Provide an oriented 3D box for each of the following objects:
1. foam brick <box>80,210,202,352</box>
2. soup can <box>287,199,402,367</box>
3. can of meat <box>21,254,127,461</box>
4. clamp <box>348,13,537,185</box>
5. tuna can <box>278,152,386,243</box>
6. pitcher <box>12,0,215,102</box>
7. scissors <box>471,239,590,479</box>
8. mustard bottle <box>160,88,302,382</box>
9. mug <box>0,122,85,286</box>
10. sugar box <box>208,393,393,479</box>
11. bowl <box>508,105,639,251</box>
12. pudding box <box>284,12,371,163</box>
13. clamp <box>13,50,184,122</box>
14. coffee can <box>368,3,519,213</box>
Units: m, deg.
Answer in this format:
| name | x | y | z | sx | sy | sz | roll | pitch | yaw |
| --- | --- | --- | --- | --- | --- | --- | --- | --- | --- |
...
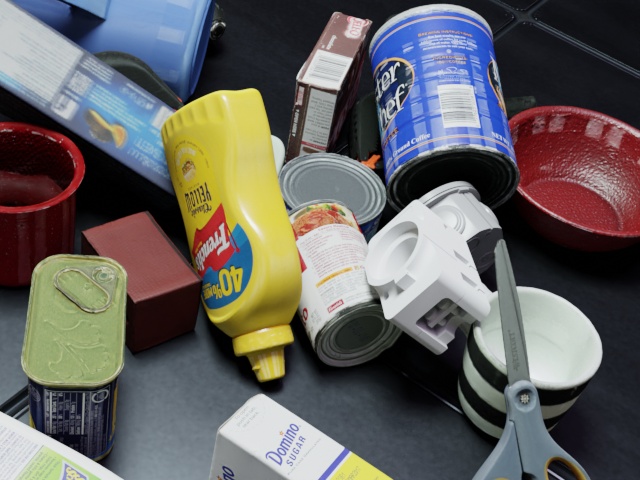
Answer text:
| name | x | y | z | sx | sy | sz | roll | pitch | yaw |
| --- | --- | --- | --- | --- | --- | --- | --- | --- | --- |
| foam brick | -0.124 | 0.028 | 0.734 | 0.051 | 0.053 | 0.078 | -21 | 52 | -31 |
| soup can | 0.011 | 0.030 | 0.753 | 0.068 | 0.069 | 0.102 | -8 | 48 | -21 |
| can of meat | -0.150 | 0.074 | 0.656 | 0.057 | 0.084 | 0.102 | 3 | 44 | -11 |
| clamp | 0.080 | -0.119 | 0.943 | 0.165 | 0.036 | 0.209 | 39 | 51 | 14 |
| tuna can | 0.007 | -0.029 | 0.839 | 0.086 | 0.034 | 0.086 | 7 | 43 | -7 |
| pitcher | -0.216 | -0.194 | 0.883 | 0.242 | 0.145 | 0.149 | 14 | 43 | -3 |
| scissors | 0.107 | 0.110 | 0.644 | 0.096 | 0.016 | 0.202 | -25 | 97 | -10 |
| mustard bottle | -0.055 | 0.001 | 0.726 | 0.058 | 0.096 | 0.191 | -10 | 83 | -37 |
| mug | -0.221 | -0.029 | 0.747 | 0.117 | 0.082 | 0.093 | 36 | 47 | 22 |
| sugar box | 0.018 | 0.167 | 0.593 | 0.176 | 0.093 | 0.048 | 33 | 46 | 19 |
| bowl | 0.217 | -0.042 | 0.887 | 0.162 | 0.055 | 0.162 | 7 | 43 | -7 |
| pudding box | 0.007 | -0.125 | 0.898 | 0.039 | 0.090 | 0.113 | 18 | 44 | 8 |
| clamp | -0.189 | -0.122 | 0.828 | 0.171 | 0.120 | 0.039 | -2 | 29 | -17 |
| coffee can | 0.096 | -0.100 | 0.845 | 0.102 | 0.103 | 0.140 | 2 | 59 | -12 |
